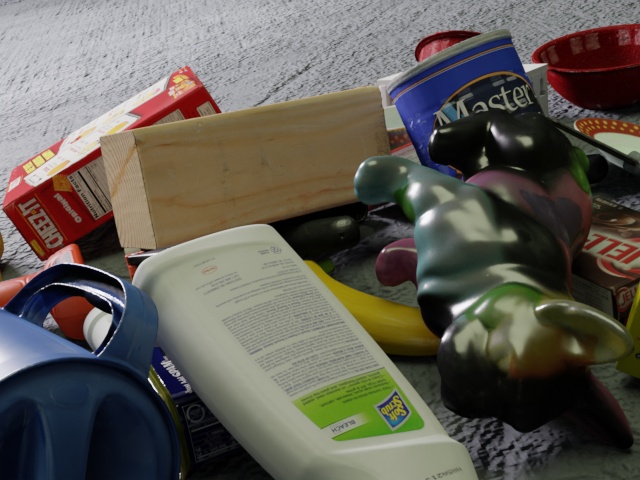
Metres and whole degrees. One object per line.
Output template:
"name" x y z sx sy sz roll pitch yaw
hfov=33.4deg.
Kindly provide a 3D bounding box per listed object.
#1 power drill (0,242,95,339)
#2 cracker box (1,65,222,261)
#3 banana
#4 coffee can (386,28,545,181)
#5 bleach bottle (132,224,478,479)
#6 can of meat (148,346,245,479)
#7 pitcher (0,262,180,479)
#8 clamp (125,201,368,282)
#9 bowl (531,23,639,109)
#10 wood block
"power drill" -0.264 0.069 0.815 0.187 0.057 0.184 -16 23 -11
"cracker box" -0.194 -0.079 1.033 0.213 0.072 0.164 -32 20 -2
"banana" 0.022 0.044 0.760 0.069 0.037 0.198 -22 25 -22
"coffee can" 0.124 -0.075 0.815 0.103 0.140 0.103 -24 -2 -1
"bleach bottle" -0.003 0.091 0.560 0.102 0.068 0.251 -19 45 -26
"can of meat" -0.065 0.093 0.665 0.083 0.057 0.102 -17 24 -19
"pitcher" -0.187 0.094 0.623 0.149 0.145 0.243 -20 21 -30
"clamp" -0.056 0.001 0.887 0.210 0.036 0.164 -12 6 14
"bowl" 0.304 -0.178 1.113 0.162 0.055 0.162 -10 23 4
"wood block" -0.055 -0.059 0.837 0.205 0.090 0.091 -14 8 -26
